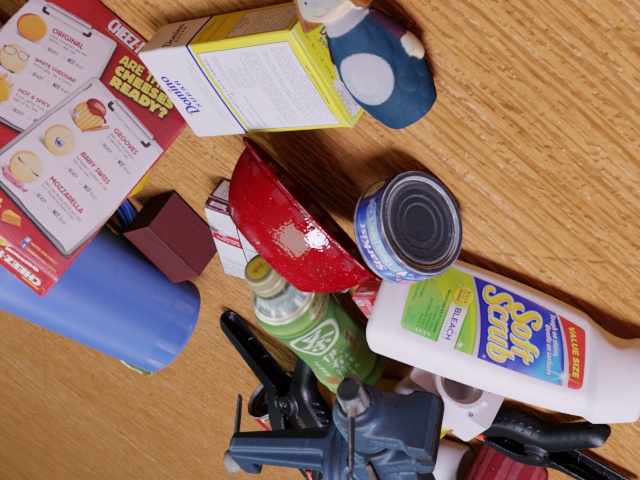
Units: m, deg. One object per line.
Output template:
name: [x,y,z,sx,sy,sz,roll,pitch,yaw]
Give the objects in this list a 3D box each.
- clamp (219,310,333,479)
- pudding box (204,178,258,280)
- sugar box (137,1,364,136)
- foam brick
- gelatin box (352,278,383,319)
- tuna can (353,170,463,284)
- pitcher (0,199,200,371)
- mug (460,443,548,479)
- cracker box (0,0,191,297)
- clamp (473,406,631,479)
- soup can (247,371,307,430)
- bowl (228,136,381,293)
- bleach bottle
clamp: [-0.023,0.166,1.156,0.165,0.036,0.210,-14,99,50]
pudding box: [-0.057,0.001,1.016,0.090,0.039,0.113,19,149,23]
sugar box: [-0.052,-0.129,0.818,0.177,0.048,0.093,6,140,45]
foam brick: [-0.149,-0.003,1.086,0.053,0.051,0.078,-11,128,50]
gelatin box: [0.082,0.072,0.990,0.073,0.030,0.089,-2,135,45]
tuna can: [0.069,-0.010,0.829,0.086,0.086,0.034,44,147,-18]
pitcher: [-0.244,0.031,1.104,0.242,0.145,0.149,32,112,-28]
mug: [0.196,0.270,1.115,0.117,0.081,0.093,37,150,-5]
cracker box: [-0.220,-0.088,0.870,0.164,0.213,0.072,40,151,-10]
clamp: [0.225,0.204,1.036,0.172,0.039,0.120,5,136,49]
soup can: [-0.029,0.214,1.265,0.069,0.068,0.102,-6,132,48]
bowl: [-0.024,-0.009,0.869,0.162,0.055,0.162,46,-175,-5]
bleach bottle: [0.170,0.080,0.869,0.251,0.102,0.068,16,161,17]
